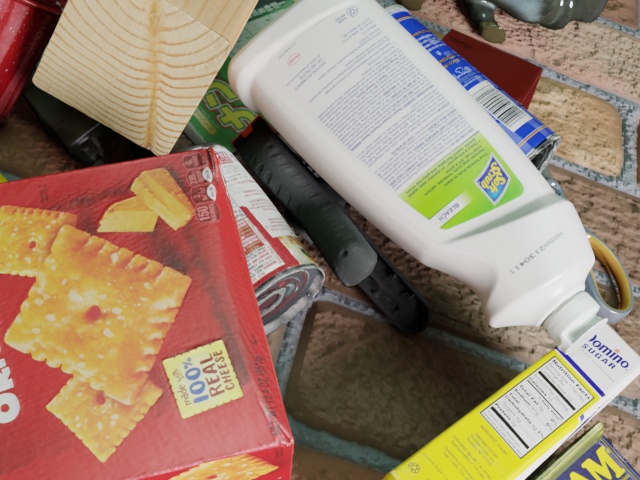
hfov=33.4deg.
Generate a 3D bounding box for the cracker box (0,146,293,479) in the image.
[{"bbox_3d":[-0.134,0.053,0.500,0.213,0.072,0.164,-11,61,-10],"label":"cracker box"}]

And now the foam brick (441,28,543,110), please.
[{"bbox_3d":[0.114,-0.109,0.781,0.078,0.051,0.053,27,48,13],"label":"foam brick"}]

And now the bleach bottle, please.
[{"bbox_3d":[0.059,-0.034,0.604,0.102,0.068,0.251,-40,70,1],"label":"bleach bottle"}]

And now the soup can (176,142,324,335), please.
[{"bbox_3d":[-0.054,0.001,0.625,0.068,0.069,0.102,-23,64,-34],"label":"soup can"}]

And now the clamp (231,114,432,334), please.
[{"bbox_3d":[0.005,-0.011,0.660,0.039,0.120,0.172,-37,51,1],"label":"clamp"}]

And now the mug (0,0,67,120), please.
[{"bbox_3d":[-0.217,-0.130,0.633,0.117,0.081,0.093,28,14,-17],"label":"mug"}]

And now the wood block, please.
[{"bbox_3d":[-0.088,-0.155,0.667,0.090,0.091,0.206,30,35,-10],"label":"wood block"}]

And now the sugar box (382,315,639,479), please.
[{"bbox_3d":[0.093,0.114,0.577,0.175,0.093,0.048,-31,69,-38],"label":"sugar box"}]
